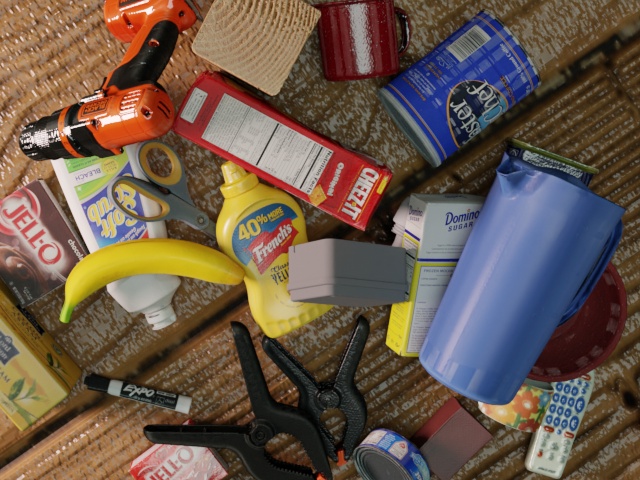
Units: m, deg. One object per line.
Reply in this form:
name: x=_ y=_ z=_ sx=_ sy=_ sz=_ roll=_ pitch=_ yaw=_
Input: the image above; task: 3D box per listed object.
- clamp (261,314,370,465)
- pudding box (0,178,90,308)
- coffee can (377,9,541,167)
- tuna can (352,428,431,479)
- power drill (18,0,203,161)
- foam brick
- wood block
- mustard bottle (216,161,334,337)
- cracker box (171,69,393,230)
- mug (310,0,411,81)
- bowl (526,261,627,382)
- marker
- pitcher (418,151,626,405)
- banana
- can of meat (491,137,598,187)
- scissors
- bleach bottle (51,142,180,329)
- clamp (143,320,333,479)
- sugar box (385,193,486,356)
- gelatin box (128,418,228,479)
clamp: x=0.017 y=0.164 z=1.191 sx=0.120 sy=0.039 sz=0.171 roll=-18 pitch=104 yaw=12
pudding box: x=-0.311 y=0.002 z=1.151 sx=0.090 sy=0.039 sz=0.113 roll=-32 pitch=98 yaw=0
coffee can: x=0.145 y=-0.160 z=1.126 sx=0.140 sy=0.103 sz=0.103 roll=-38 pitch=98 yaw=1
tuna can: x=0.080 y=0.250 z=1.184 sx=0.033 sy=0.086 sz=0.086 roll=-42 pitch=100 yaw=-34
power drill: x=-0.202 y=-0.162 z=1.047 sx=0.185 sy=0.187 sz=0.057 roll=-7 pitch=144 yaw=31
foam brick: x=0.145 y=0.224 z=1.202 sx=0.078 sy=0.051 sz=0.053 roll=-44 pitch=97 yaw=2
wood block: x=-0.064 y=-0.201 z=1.056 sx=0.090 sy=0.206 sz=0.090 roll=28 pitch=95 yaw=-7
mustard bottle: x=-0.057 y=0.001 z=1.146 sx=0.096 sy=0.058 sz=0.191 roll=-28 pitch=104 yaw=-12
cracker box: x=-0.039 y=-0.098 z=1.093 sx=0.213 sy=0.164 sz=0.072 roll=27 pitch=97 yaw=-6
mug: x=0.049 y=-0.215 z=1.128 sx=0.117 sy=0.093 sz=0.081 roll=-16 pitch=105 yaw=-36
bowl: x=0.254 y=0.073 z=1.187 sx=0.162 sy=0.055 sz=0.162 roll=0 pitch=98 yaw=-3
marker: x=-0.204 y=0.170 z=1.190 sx=0.121 sy=0.020 sz=0.020 roll=14 pitch=96 yaw=-5
pitcher: x=0.206 y=0.044 z=1.096 sx=0.149 sy=0.145 sz=0.243 roll=27 pitch=100 yaw=8
banana: x=-0.180 y=0.030 z=1.108 sx=0.198 sy=0.037 sz=0.069 roll=-12 pitch=110 yaw=0
can of meat: x=0.240 y=-0.057 z=1.169 sx=0.102 sy=0.057 sz=0.084 roll=19 pitch=97 yaw=-6
scissors: x=-0.131 y=-0.042 z=1.140 sx=0.201 sy=0.016 sz=0.096 roll=18 pitch=82 yaw=-33
bleach bottle: x=-0.208 y=-0.026 z=1.144 sx=0.102 sy=0.068 sz=0.251 roll=-22 pitch=101 yaw=-1
clamp: x=-0.065 y=0.196 z=1.166 sx=0.210 sy=0.036 sz=0.164 roll=31 pitch=99 yaw=-9
sugar box: x=0.131 y=0.038 z=1.155 sx=0.093 sy=0.048 sz=0.176 roll=1 pitch=106 yaw=-25
gelatin box: x=-0.159 y=0.256 z=1.198 sx=0.089 sy=0.030 sz=0.073 roll=-37 pitch=97 yaw=1
